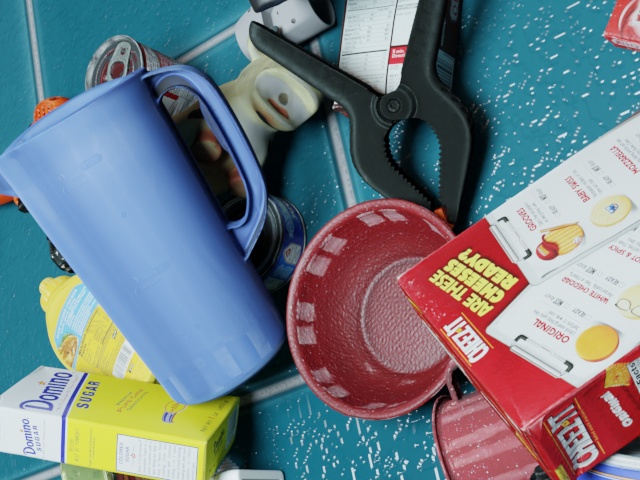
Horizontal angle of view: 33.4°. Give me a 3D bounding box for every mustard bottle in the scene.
[{"bbox_3d":[-0.194,0.081,0.961,0.192,0.058,0.096,30,103,36],"label":"mustard bottle"}]

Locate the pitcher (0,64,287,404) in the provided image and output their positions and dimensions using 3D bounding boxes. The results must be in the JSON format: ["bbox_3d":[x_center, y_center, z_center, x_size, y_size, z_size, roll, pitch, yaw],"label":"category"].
[{"bbox_3d":[-0.119,-0.004,0.808,0.149,0.144,0.243,-13,114,51],"label":"pitcher"}]

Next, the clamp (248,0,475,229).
[{"bbox_3d":[0.063,-0.109,0.786,0.165,0.036,0.210,-29,92,18],"label":"clamp"}]

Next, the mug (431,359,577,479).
[{"bbox_3d":[0.126,0.121,0.701,0.082,0.093,0.117,-26,89,23],"label":"mug"}]

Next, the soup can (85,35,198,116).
[{"bbox_3d":[-0.149,-0.134,0.950,0.069,0.102,0.068,-9,74,34],"label":"soup can"}]

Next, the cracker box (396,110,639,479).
[{"bbox_3d":[0.176,0.021,0.630,0.213,0.072,0.164,-36,34,-1],"label":"cracker box"}]

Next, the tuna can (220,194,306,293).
[{"bbox_3d":[-0.056,0.001,0.896,0.086,0.033,0.086,-9,74,34],"label":"tuna can"}]

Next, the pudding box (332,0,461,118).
[{"bbox_3d":[0.061,-0.155,0.847,0.090,0.039,0.113,2,79,35],"label":"pudding box"}]

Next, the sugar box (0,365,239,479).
[{"bbox_3d":[-0.161,0.143,0.843,0.176,0.093,0.048,10,105,9],"label":"sugar box"}]

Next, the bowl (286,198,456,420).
[{"bbox_3d":[0.054,0.053,0.792,0.162,0.055,0.162,-8,76,35],"label":"bowl"}]
